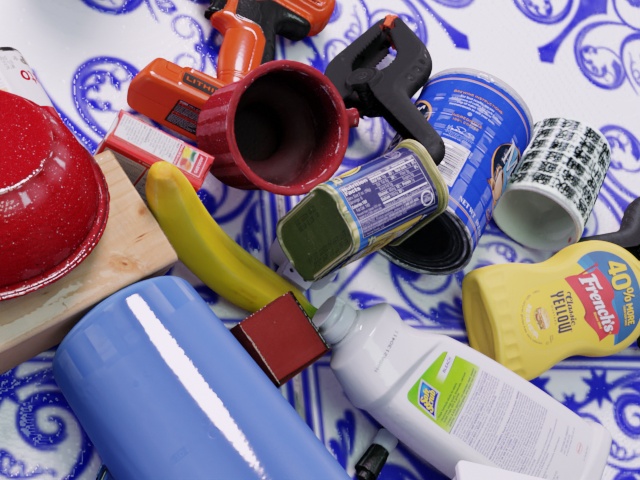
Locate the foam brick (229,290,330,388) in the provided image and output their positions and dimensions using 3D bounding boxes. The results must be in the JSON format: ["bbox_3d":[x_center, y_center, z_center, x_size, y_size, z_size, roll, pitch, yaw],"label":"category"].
[{"bbox_3d":[-0.040,0.080,0.756,0.052,0.078,0.051,-32,84,-35],"label":"foam brick"}]

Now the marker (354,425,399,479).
[{"bbox_3d":[0.061,0.135,0.815,0.020,0.020,0.121,41,57,-5],"label":"marker"}]

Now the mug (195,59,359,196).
[{"bbox_3d":[-0.029,-0.080,0.767,0.117,0.082,0.093,-15,98,-26],"label":"mug"}]

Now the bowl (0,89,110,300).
[{"bbox_3d":[-0.207,-0.041,0.637,0.162,0.055,0.162,7,49,-8],"label":"bowl"}]

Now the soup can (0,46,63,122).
[{"bbox_3d":[-0.214,-0.074,0.743,0.068,0.069,0.102,-28,82,-32],"label":"soup can"}]

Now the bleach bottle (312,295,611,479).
[{"bbox_3d":[0.101,0.118,0.795,0.250,0.068,0.102,38,59,-16],"label":"bleach bottle"}]

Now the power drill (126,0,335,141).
[{"bbox_3d":[-0.088,-0.175,0.854,0.184,0.057,0.187,26,60,-14],"label":"power drill"}]

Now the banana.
[{"bbox_3d":[-0.067,0.008,0.759,0.197,0.070,0.037,41,46,-37],"label":"banana"}]

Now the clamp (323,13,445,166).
[{"bbox_3d":[0.047,-0.117,0.862,0.209,0.165,0.036,-61,140,-39],"label":"clamp"}]

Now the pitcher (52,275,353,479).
[{"bbox_3d":[-0.071,0.150,0.668,0.148,0.145,0.243,-16,61,-50],"label":"pitcher"}]

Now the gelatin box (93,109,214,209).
[{"bbox_3d":[-0.124,-0.053,0.764,0.073,0.089,0.030,27,69,-14],"label":"gelatin box"}]

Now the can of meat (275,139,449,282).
[{"bbox_3d":[0.027,-0.018,0.747,0.083,0.102,0.057,-26,83,-30],"label":"can of meat"}]

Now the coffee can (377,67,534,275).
[{"bbox_3d":[0.102,-0.057,0.868,0.102,0.103,0.140,36,58,-8],"label":"coffee can"}]

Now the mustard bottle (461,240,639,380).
[{"bbox_3d":[0.215,0.052,0.883,0.191,0.058,0.096,-13,90,-20],"label":"mustard bottle"}]

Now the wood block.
[{"bbox_3d":[-0.209,0.033,0.685,0.205,0.091,0.090,-30,83,-32],"label":"wood block"}]
